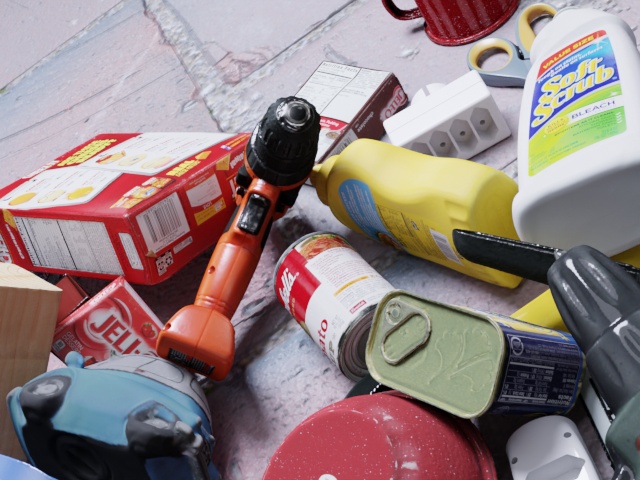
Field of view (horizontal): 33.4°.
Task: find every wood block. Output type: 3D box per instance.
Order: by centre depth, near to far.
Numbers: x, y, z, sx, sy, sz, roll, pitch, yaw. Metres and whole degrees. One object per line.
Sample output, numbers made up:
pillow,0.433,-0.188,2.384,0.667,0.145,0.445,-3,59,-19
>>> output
wood block,-0.268,0.123,0.790,0.090,0.090,0.206,18,97,47

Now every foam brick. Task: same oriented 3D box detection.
foam brick,-0.193,0.075,0.867,0.051,0.078,0.053,-45,38,-9

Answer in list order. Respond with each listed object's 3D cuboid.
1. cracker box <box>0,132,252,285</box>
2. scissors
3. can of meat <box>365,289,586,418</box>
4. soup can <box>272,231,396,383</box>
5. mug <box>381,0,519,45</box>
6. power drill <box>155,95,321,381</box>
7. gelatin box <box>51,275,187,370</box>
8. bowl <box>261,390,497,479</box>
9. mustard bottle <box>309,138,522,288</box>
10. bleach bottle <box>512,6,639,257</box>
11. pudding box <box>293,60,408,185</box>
cracker box,-0.169,-0.032,0.921,0.214,0.072,0.163,3,30,40
scissors,0.162,-0.117,0.838,0.096,0.016,0.201,-17,43,24
can of meat,0.092,0.068,0.629,0.102,0.083,0.057,15,93,49
soup can,0.019,0.046,0.746,0.068,0.068,0.102,-40,40,-4
mug,0.107,-0.229,0.935,0.117,0.081,0.093,-12,46,27
power drill,-0.055,0.001,0.771,0.057,0.184,0.187,24,71,-1
gelatin box,-0.154,0.084,0.819,0.073,0.089,0.030,-38,16,-2
bowl,0.017,0.149,0.604,0.162,0.055,0.162,-22,47,26
mustard bottle,0.060,-0.028,0.764,0.192,0.096,0.058,19,65,46
bleach bottle,0.176,-0.089,0.729,0.103,0.068,0.250,-25,31,22
pudding box,0.008,-0.101,0.920,0.090,0.039,0.113,19,63,46
